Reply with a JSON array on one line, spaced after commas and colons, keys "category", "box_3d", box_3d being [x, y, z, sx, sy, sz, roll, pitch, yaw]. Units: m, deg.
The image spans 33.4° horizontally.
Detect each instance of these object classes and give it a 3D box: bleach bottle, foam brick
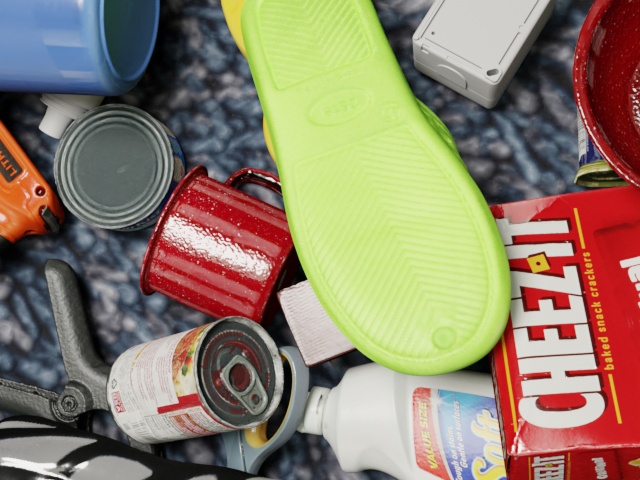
[{"category": "bleach bottle", "box_3d": [0.105, 0.135, 0.663, 0.251, 0.068, 0.102, 8, 84, 13]}, {"category": "foam brick", "box_3d": [0.012, 0.046, 0.679, 0.053, 0.078, 0.051, -23, 83, 8]}]

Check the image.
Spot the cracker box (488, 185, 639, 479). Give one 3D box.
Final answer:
[{"category": "cracker box", "box_3d": [0.203, 0.047, 0.611, 0.214, 0.072, 0.164, -7, 57, 7]}]

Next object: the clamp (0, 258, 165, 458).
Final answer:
[{"category": "clamp", "box_3d": [-0.176, 0.112, 0.730, 0.120, 0.039, 0.171, -38, 81, 13]}]

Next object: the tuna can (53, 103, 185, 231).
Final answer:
[{"category": "tuna can", "box_3d": [-0.138, -0.049, 0.738, 0.086, 0.033, 0.086, -1, 85, 10]}]

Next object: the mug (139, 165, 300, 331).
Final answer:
[{"category": "mug", "box_3d": [-0.055, 0.001, 0.698, 0.081, 0.093, 0.117, 24, 54, 7]}]

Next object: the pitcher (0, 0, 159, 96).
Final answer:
[{"category": "pitcher", "box_3d": [-0.230, -0.166, 0.678, 0.243, 0.149, 0.145, 7, 42, 12]}]

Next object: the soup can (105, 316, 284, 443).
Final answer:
[{"category": "soup can", "box_3d": [-0.081, 0.090, 0.674, 0.102, 0.068, 0.068, -19, 80, 45]}]

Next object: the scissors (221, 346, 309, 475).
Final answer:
[{"category": "scissors", "box_3d": [-0.063, 0.149, 0.711, 0.096, 0.016, 0.202, 41, 115, 41]}]

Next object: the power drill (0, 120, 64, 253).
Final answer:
[{"category": "power drill", "box_3d": [-0.287, -0.016, 0.727, 0.187, 0.057, 0.184, -38, 81, -10]}]
